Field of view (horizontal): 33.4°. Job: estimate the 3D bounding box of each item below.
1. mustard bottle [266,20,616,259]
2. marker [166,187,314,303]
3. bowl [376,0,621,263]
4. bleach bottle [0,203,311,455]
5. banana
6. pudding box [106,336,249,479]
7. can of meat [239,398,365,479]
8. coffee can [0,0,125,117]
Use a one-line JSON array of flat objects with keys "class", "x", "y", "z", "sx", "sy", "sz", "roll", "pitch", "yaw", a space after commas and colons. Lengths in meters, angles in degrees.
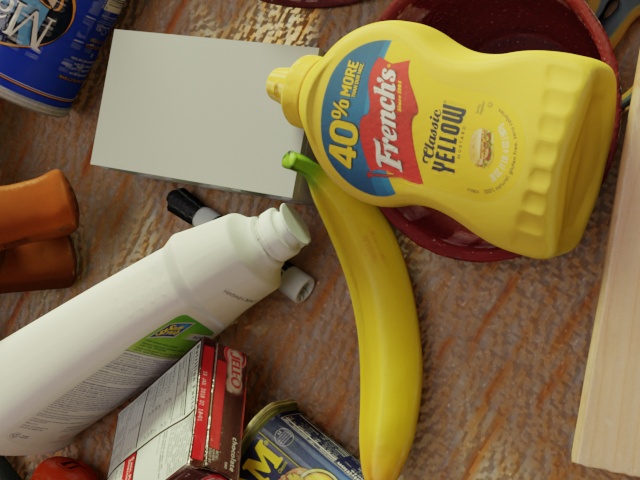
[{"class": "mustard bottle", "x": 0.049, "y": -0.062, "z": 0.549, "sx": 0.192, "sy": 0.058, "sz": 0.096, "roll": 20, "pitch": 111, "yaw": 34}, {"class": "marker", "x": -0.054, "y": 0.001, "z": 0.686, "sx": 0.121, "sy": 0.020, "sz": 0.020, "roll": 34, "pitch": 101, "yaw": 25}, {"class": "bowl", "x": 0.096, "y": -0.070, "z": 0.585, "sx": 0.162, "sy": 0.055, "sz": 0.162, "roll": 4, "pitch": 97, "yaw": 37}, {"class": "bleach bottle", "x": -0.110, "y": 0.053, "z": 0.665, "sx": 0.251, "sy": 0.102, "sz": 0.068, "roll": -31, "pitch": 70, "yaw": 20}, {"class": "banana", "x": 0.026, "y": 0.041, "z": 0.617, "sx": 0.037, "sy": 0.069, "sz": 0.198, "roll": -18, "pitch": 88, "yaw": 56}, {"class": "pudding box", "x": -0.088, "y": 0.124, "z": 0.643, "sx": 0.114, "sy": 0.039, "sz": 0.090, "roll": -40, "pitch": 33, "yaw": 37}, {"class": "can of meat", "x": -0.018, "y": 0.161, "z": 0.635, "sx": 0.084, "sy": 0.057, "sz": 0.102, "roll": 37, "pitch": 102, "yaw": 22}, {"class": "coffee can", "x": -0.186, "y": -0.169, "z": 0.720, "sx": 0.103, "sy": 0.102, "sz": 0.140, "roll": 35, "pitch": 101, "yaw": 25}]
